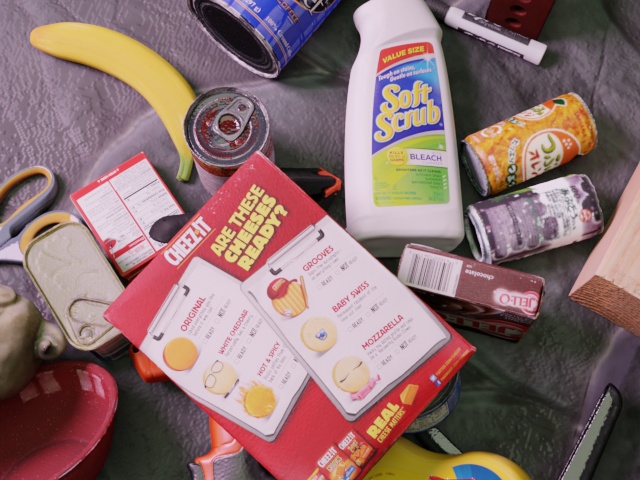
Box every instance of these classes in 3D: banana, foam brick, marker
[{"bbox_3d":[-0.166,-0.140,0.932,0.198,0.037,0.069,42,79,11],"label":"banana"},{"bbox_3d":[0.181,-0.220,0.929,0.053,0.078,0.051,24,75,7],"label":"foam brick"},{"bbox_3d":[0.143,-0.189,0.950,0.121,0.020,0.020,25,76,7],"label":"marker"}]

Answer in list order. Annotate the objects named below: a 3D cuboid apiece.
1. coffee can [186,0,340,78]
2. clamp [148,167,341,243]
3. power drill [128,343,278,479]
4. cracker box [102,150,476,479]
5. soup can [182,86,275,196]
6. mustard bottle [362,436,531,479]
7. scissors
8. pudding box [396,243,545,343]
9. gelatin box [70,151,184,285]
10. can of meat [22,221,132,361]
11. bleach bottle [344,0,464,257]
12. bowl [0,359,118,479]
[{"bbox_3d":[-0.032,-0.226,0.920,0.103,0.103,0.140,37,78,10],"label":"coffee can"},{"bbox_3d":[-0.056,0.001,0.875,0.171,0.120,0.039,-26,48,-23],"label":"clamp"},{"bbox_3d":[-0.099,0.167,0.838,0.184,0.057,0.187,-11,77,-5],"label":"power drill"},{"bbox_3d":[-0.022,0.068,0.778,0.214,0.072,0.164,42,83,5],"label":"cracker box"},{"bbox_3d":[-0.073,-0.076,0.879,0.068,0.102,0.068,0,75,1],"label":"soup can"},{"bbox_3d":[0.105,0.204,0.796,0.192,0.058,0.096,8,86,20],"label":"mustard bottle"},{"bbox_3d":[-0.279,0.026,0.899,0.096,0.016,0.201,34,78,9],"label":"scissors"},{"bbox_3d":[0.115,0.044,0.850,0.113,0.090,0.039,16,72,6],"label":"pudding box"},{"bbox_3d":[-0.156,-0.019,0.902,0.073,0.030,0.089,-33,77,-9],"label":"gelatin box"},{"bbox_3d":[-0.185,0.045,0.857,0.057,0.084,0.102,-33,77,-8],"label":"can of meat"},{"bbox_3d":[0.061,-0.114,0.907,0.102,0.068,0.251,-1,72,-11],"label":"bleach bottle"},{"bbox_3d":[-0.220,0.164,0.814,0.162,0.055,0.162,-15,31,9],"label":"bowl"}]
